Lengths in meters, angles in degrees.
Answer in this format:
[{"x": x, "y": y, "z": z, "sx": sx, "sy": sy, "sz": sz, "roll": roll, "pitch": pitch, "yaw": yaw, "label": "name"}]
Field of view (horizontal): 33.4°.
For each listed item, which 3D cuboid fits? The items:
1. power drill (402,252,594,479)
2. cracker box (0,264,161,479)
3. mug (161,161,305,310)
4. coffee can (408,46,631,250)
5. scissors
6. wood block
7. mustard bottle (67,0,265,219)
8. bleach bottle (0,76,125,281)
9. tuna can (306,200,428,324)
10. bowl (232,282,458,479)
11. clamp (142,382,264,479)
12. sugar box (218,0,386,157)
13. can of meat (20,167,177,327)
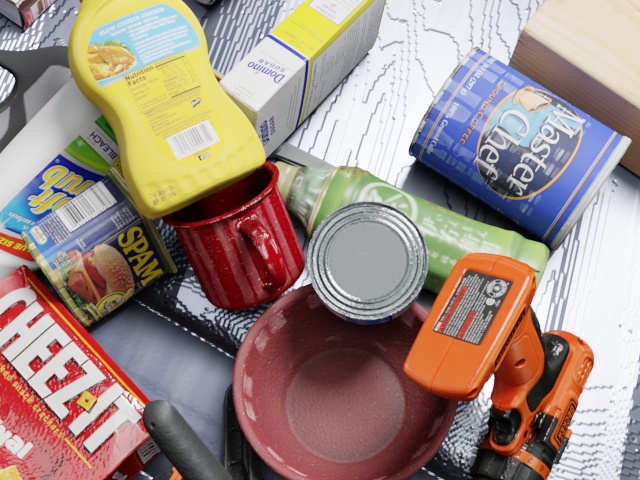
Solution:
[{"x": 0.119, "y": 0.111, "z": 0.726, "sx": 0.057, "sy": 0.187, "sz": 0.184, "roll": 14, "pitch": 64, "yaw": 34, "label": "power drill"}, {"x": -0.236, "y": 0.147, "z": 0.748, "sx": 0.213, "sy": 0.072, "sz": 0.164, "roll": -41, "pitch": 76, "yaw": -18, "label": "cracker box"}, {"x": -0.055, "y": 0.001, "z": 0.785, "sx": 0.093, "sy": 0.117, "sz": 0.081, "roll": -31, "pitch": 118, "yaw": -18, "label": "mug"}, {"x": 0.155, "y": -0.072, "z": 0.838, "sx": 0.140, "sy": 0.103, "sz": 0.102, "roll": 34, "pitch": 70, "yaw": 10, "label": "coffee can"}, {"x": -0.060, "y": -0.070, "z": 0.873, "sx": 0.202, "sy": 0.016, "sz": 0.096, "roll": 41, "pitch": 74, "yaw": 13, "label": "scissors"}, {"x": 0.263, "y": -0.122, "z": 0.871, "sx": 0.206, "sy": 0.091, "sz": 0.090, "roll": 37, "pitch": 72, "yaw": 11, "label": "wood block"}, {"x": -0.121, "y": -0.118, "z": 0.746, "sx": 0.096, "sy": 0.058, "sz": 0.191, "roll": -27, "pitch": 90, "yaw": -19, "label": "mustard bottle"}, {"x": -0.207, "y": -0.030, "z": 0.811, "sx": 0.251, "sy": 0.102, "sz": 0.068, "roll": -48, "pitch": 44, "yaw": -6, "label": "bleach bottle"}, {"x": 0.034, "y": 0.017, "z": 0.764, "sx": 0.086, "sy": 0.034, "sz": 0.086, "roll": -1, "pitch": 77, "yaw": 4, "label": "tuna can"}, {"x": 0.018, "y": 0.111, "z": 0.779, "sx": 0.162, "sy": 0.055, "sz": 0.162, "roll": -1, "pitch": 63, "yaw": 1, "label": "bowl"}, {"x": -0.056, "y": 0.176, "z": 0.748, "sx": 0.039, "sy": 0.120, "sz": 0.171, "roll": -23, "pitch": 89, "yaw": 32, "label": "clamp"}, {"x": -0.016, "y": -0.140, "z": 0.849, "sx": 0.048, "sy": 0.093, "sz": 0.176, "roll": 37, "pitch": 62, "yaw": 13, "label": "sugar box"}, {"x": -0.164, "y": 0.008, "z": 0.790, "sx": 0.084, "sy": 0.102, "sz": 0.057, "roll": -35, "pitch": 58, "yaw": -13, "label": "can of meat"}]
